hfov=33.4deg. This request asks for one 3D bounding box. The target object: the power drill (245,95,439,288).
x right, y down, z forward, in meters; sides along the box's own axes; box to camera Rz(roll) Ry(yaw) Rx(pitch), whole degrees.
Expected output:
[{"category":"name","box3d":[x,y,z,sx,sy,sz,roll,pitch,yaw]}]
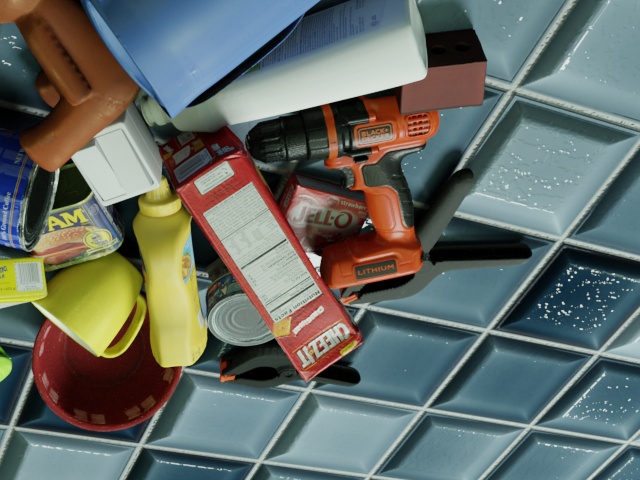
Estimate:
[{"category":"power drill","box3d":[0.027,-0.046,1.031,0.184,0.057,0.188,-10,122,-5]}]

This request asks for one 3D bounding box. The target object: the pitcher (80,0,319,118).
[{"category":"pitcher","box3d":[-0.054,-0.205,0.796,0.242,0.149,0.145,-36,106,-5]}]

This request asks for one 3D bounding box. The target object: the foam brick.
[{"category":"foam brick","box3d":[0.106,-0.153,0.968,0.078,0.053,0.051,-8,137,-3]}]

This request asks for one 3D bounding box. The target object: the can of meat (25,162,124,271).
[{"category":"can of meat","box3d":[-0.252,-0.022,1.043,0.102,0.057,0.084,-15,139,7]}]

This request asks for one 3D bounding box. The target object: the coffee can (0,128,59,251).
[{"category":"coffee can","box3d":[-0.313,-0.055,0.939,0.140,0.102,0.103,13,134,-2]}]

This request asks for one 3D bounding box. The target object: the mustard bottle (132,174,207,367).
[{"category":"mustard bottle","box3d":[-0.152,0.024,1.070,0.058,0.096,0.192,-3,117,1]}]

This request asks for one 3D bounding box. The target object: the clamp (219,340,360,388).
[{"category":"clamp","box3d":[-0.034,0.137,1.257,0.171,0.039,0.120,-3,135,-6]}]

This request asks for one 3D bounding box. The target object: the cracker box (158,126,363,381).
[{"category":"cracker box","box3d":[-0.056,0.001,0.968,0.072,0.164,0.213,-33,111,-3]}]

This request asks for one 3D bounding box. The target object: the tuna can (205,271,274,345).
[{"category":"tuna can","box3d":[-0.076,0.071,1.109,0.086,0.034,0.086,-4,135,-4]}]

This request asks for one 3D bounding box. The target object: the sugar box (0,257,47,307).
[{"category":"sugar box","box3d":[-0.362,0.052,1.046,0.177,0.048,0.093,-11,174,33]}]

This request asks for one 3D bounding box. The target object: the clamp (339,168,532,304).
[{"category":"clamp","box3d":[0.107,0.008,1.147,0.210,0.036,0.164,-22,135,14]}]

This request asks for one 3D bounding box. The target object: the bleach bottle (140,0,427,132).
[{"category":"bleach bottle","box3d":[-0.036,-0.150,0.929,0.251,0.102,0.068,-14,125,14]}]

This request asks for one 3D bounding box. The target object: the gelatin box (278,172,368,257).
[{"category":"gelatin box","box3d":[-0.001,-0.022,1.090,0.089,0.030,0.073,14,115,-24]}]

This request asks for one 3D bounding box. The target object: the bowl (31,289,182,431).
[{"category":"bowl","box3d":[-0.233,0.123,1.165,0.162,0.055,0.162,-2,98,-16]}]
